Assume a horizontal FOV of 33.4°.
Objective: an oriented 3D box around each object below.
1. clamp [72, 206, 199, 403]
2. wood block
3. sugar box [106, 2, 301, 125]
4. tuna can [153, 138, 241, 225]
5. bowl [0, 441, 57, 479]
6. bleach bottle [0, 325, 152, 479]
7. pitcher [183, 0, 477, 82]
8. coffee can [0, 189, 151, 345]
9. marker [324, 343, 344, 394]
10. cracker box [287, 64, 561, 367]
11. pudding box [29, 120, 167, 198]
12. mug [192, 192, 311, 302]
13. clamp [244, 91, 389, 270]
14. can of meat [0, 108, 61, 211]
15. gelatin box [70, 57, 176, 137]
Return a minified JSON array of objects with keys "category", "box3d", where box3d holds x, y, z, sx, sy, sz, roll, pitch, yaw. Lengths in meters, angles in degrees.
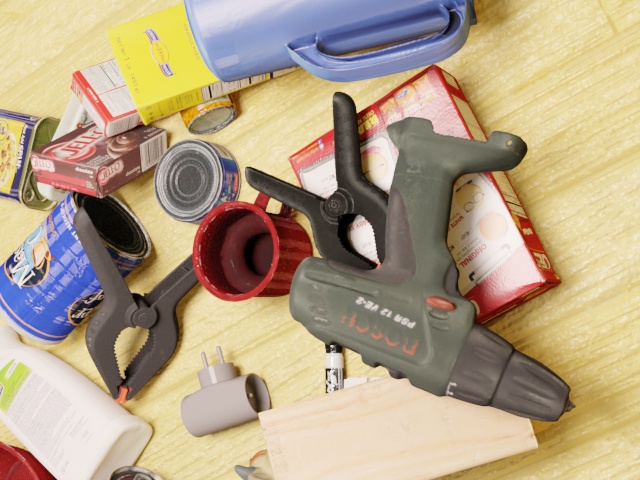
[{"category":"clamp","box3d":[-0.187,0.062,1.049,0.210,0.164,0.036,-67,30,16]},{"category":"wood block","box3d":[0.062,0.159,0.883,0.206,0.091,0.090,-16,77,-2]},{"category":"sugar box","box3d":[-0.106,-0.186,1.025,0.176,0.048,0.093,-22,74,-5]},{"category":"tuna can","box3d":[-0.125,-0.059,1.074,0.086,0.033,0.086,-2,85,27]},{"category":"bowl","box3d":[-0.321,0.281,1.127,0.162,0.055,0.162,5,100,32]},{"category":"bleach bottle","box3d":[-0.294,0.160,1.129,0.251,0.068,0.102,36,93,29]},{"category":"pitcher","box3d":[0.010,-0.212,0.925,0.243,0.149,0.145,-15,106,10]},{"category":"coffee can","box3d":[-0.258,0.025,1.098,0.140,0.102,0.103,-43,69,18]},{"category":"marker","box3d":[0.013,0.137,0.995,0.020,0.020,0.121,-4,84,27]},{"category":"cracker box","box3d":[0.088,-0.019,0.940,0.164,0.072,0.214,-31,74,22]},{"category":"pudding box","box3d":[-0.223,-0.086,1.084,0.090,0.113,0.039,14,120,27]},{"category":"mug","box3d":[-0.057,0.001,1.007,0.093,0.081,0.117,21,95,27]},{"category":"clamp","box3d":[0.022,-0.040,0.913,0.171,0.039,0.120,48,113,15]},{"category":"can of meat","box3d":[-0.329,-0.091,1.170,0.084,0.057,0.102,14,92,30]},{"category":"gelatin box","box3d":[-0.199,-0.152,1.094,0.073,0.089,0.030,53,148,20]}]
